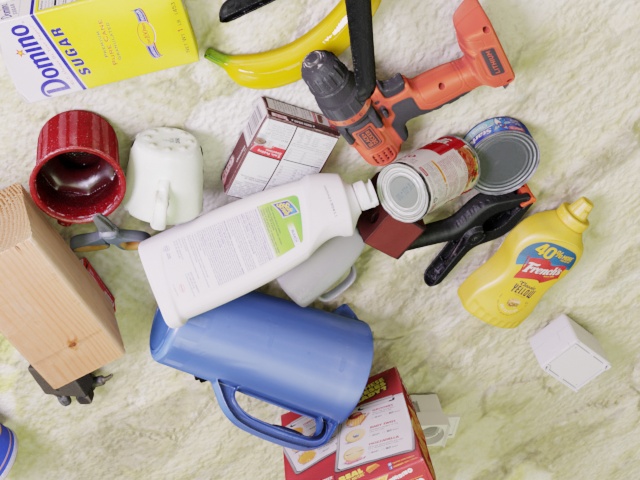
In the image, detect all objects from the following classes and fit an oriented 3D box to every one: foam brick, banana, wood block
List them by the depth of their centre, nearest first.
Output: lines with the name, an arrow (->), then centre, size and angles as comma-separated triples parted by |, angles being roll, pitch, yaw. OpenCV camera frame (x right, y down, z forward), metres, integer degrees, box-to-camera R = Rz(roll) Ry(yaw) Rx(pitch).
banana -> -0.013, -0.198, 1.051 | 0.198, 0.037, 0.069 | -26, 132, 9
wood block -> -0.293, 0.051, 1.101 | 0.091, 0.090, 0.206 | -26, 137, -1
foam brick -> 0.075, -0.028, 1.184 | 0.051, 0.078, 0.053 | 26, 118, -28

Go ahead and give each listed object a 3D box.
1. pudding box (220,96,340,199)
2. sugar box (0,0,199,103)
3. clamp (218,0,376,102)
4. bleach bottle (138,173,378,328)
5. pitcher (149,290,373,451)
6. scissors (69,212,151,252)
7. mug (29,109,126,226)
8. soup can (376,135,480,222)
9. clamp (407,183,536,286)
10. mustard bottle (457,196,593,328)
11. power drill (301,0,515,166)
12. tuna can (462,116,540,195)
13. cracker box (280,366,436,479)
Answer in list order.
pudding box -> -0.043, -0.089, 1.134 | 0.089, 0.039, 0.114 | 14, 127, -25
sugar box -> -0.211, -0.194, 1.005 | 0.176, 0.048, 0.093 | -16, 131, 0
clamp -> 0.027, -0.243, 0.977 | 0.164, 0.036, 0.210 | 37, 100, 4
bleach bottle -> -0.057, 0.001, 1.121 | 0.251, 0.068, 0.102 | -21, 92, 1
pitcher -> -0.071, 0.132, 1.238 | 0.242, 0.149, 0.145 | 20, 110, -19
scissors -> -0.234, -0.006, 1.098 | 0.096, 0.016, 0.201 | -7, 172, 10
mug -> -0.247, -0.068, 1.077 | 0.093, 0.081, 0.117 | 8, 127, -18
soup can -> 0.115, -0.066, 1.136 | 0.102, 0.069, 0.069 | -29, 146, -45
clamp -> 0.164, -0.016, 1.232 | 0.172, 0.039, 0.120 | -39, 148, 16
mustard bottle -> 0.257, 0.021, 1.277 | 0.096, 0.058, 0.192 | 22, 121, -29
power drill -> 0.088, -0.166, 1.067 | 0.188, 0.057, 0.184 | -28, 147, 13
tuna can -> 0.198, -0.094, 1.185 | 0.086, 0.034, 0.086 | -6, 130, -7
cracker box -> 0.043, 0.255, 1.264 | 0.164, 0.213, 0.072 | -23, 111, 5
